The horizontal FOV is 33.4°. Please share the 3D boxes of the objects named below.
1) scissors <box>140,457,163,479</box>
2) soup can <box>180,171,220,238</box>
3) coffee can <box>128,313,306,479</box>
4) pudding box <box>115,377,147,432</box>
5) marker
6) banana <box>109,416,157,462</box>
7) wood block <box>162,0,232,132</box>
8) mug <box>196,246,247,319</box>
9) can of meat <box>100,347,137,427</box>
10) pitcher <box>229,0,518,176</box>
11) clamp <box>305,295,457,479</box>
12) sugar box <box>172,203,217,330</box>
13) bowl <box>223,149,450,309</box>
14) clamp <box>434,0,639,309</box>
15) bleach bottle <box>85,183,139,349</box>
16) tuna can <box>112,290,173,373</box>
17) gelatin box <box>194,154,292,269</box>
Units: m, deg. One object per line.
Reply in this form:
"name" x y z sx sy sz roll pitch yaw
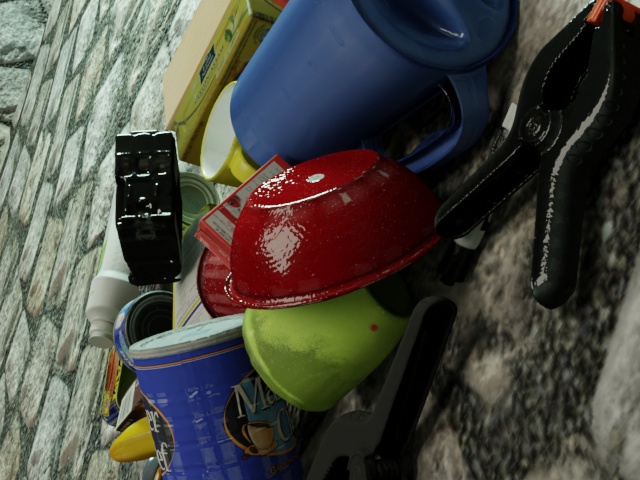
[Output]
"scissors" -0.142 0.177 1.026 0.096 0.016 0.202 55 -135 -77
"soup can" -0.158 -0.022 1.163 0.102 0.068 0.068 -43 38 50
"coffee can" -0.073 0.132 0.777 0.103 0.102 0.140 -7 97 64
"pudding box" -0.123 0.144 0.960 0.114 0.090 0.039 -47 33 48
"marker" 0.102 -0.026 0.660 0.121 0.020 0.020 -67 25 15
"banana" -0.103 0.173 0.895 0.198 0.037 0.069 8 64 41
"wood block" -0.078 -0.202 1.073 0.206 0.090 0.091 -56 30 35
"mug" -0.043 0.019 0.854 0.082 0.093 0.117 -1 100 60
"can of meat" -0.201 0.151 1.168 0.084 0.057 0.102 143 138 -58
"pitcher" 0.026 -0.124 0.772 0.243 0.145 0.149 -37 30 59
"clamp" 0.040 0.135 0.669 0.210 0.036 0.164 -35 53 57
"sugar box" -0.108 0.060 1.035 0.093 0.048 0.176 -50 36 43
"bowl" 0.004 -0.017 0.700 0.162 0.162 0.055 28 141 66
"clamp" 0.124 -0.055 0.602 0.120 0.039 0.171 24 92 53
"bleach bottle" -0.226 0.013 1.237 0.103 0.068 0.250 115 166 -55
"tuna can" -0.166 0.095 1.088 0.034 0.086 0.086 -30 49 55
"gelatin box" -0.037 -0.010 0.797 0.089 0.073 0.030 -43 -9 -27
